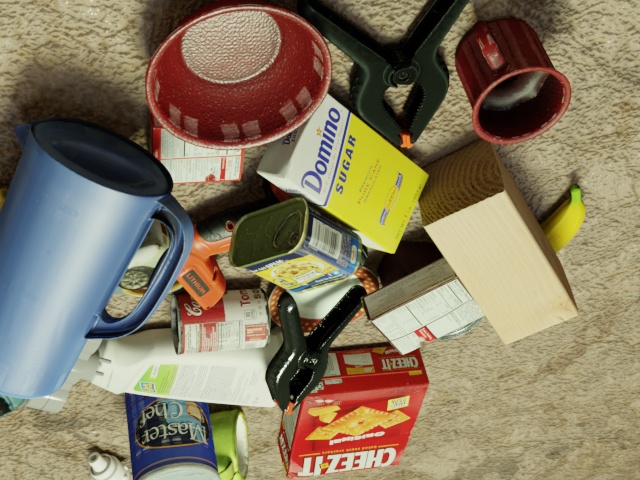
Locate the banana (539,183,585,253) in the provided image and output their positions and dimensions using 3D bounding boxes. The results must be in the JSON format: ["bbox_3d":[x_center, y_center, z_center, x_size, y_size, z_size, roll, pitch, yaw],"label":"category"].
[{"bbox_3d":[0.232,0.005,1.221,0.069,0.037,0.198,36,120,-28],"label":"banana"}]

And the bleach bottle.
[{"bbox_3d":[-0.163,0.139,1.236,0.250,0.068,0.103,7,128,-19],"label":"bleach bottle"}]

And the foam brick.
[{"bbox_3d":[0.113,0.037,1.207,0.078,0.051,0.053,2,137,-20],"label":"foam brick"}]

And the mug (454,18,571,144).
[{"bbox_3d":[0.166,-0.155,0.972,0.093,0.081,0.117,-29,139,17],"label":"mug"}]

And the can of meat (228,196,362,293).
[{"bbox_3d":[-0.023,0.008,1.025,0.102,0.057,0.083,-17,146,41],"label":"can of meat"}]

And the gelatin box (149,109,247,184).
[{"bbox_3d":[-0.116,-0.089,1.004,0.089,0.030,0.073,-4,138,-13],"label":"gelatin box"}]

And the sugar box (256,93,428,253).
[{"bbox_3d":[0.026,-0.065,1.028,0.176,0.048,0.093,33,77,-45],"label":"sugar box"}]

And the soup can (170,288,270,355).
[{"bbox_3d":[-0.112,0.090,1.187,0.102,0.068,0.068,-4,139,-14],"label":"soup can"}]

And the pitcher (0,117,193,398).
[{"bbox_3d":[-0.230,0.025,0.960,0.144,0.149,0.243,12,115,-37],"label":"pitcher"}]

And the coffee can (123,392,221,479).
[{"bbox_3d":[-0.180,0.238,1.285,0.102,0.140,0.103,-9,140,-7],"label":"coffee can"}]

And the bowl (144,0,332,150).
[{"bbox_3d":[-0.073,-0.153,0.921,0.162,0.055,0.162,-9,140,-7],"label":"bowl"}]

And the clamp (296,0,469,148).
[{"bbox_3d":[0.079,-0.166,0.967,0.164,0.036,0.210,-17,142,4],"label":"clamp"}]

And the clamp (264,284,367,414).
[{"bbox_3d":[-0.024,0.120,1.191,0.120,0.039,0.172,11,113,-39],"label":"clamp"}]

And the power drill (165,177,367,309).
[{"bbox_3d":[-0.057,0.001,1.110,0.188,0.057,0.184,-26,136,9],"label":"power drill"}]

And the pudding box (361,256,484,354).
[{"bbox_3d":[0.115,0.072,1.178,0.113,0.039,0.090,-29,137,13],"label":"pudding box"}]

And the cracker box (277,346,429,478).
[{"bbox_3d":[0.039,0.227,1.394,0.164,0.072,0.214,-4,140,-12],"label":"cracker box"}]

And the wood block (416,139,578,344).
[{"bbox_3d":[0.187,0.004,1.131,0.091,0.090,0.206,-26,129,17],"label":"wood block"}]
